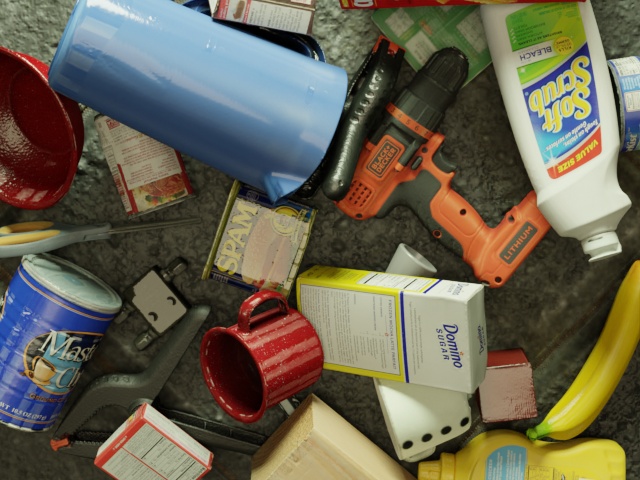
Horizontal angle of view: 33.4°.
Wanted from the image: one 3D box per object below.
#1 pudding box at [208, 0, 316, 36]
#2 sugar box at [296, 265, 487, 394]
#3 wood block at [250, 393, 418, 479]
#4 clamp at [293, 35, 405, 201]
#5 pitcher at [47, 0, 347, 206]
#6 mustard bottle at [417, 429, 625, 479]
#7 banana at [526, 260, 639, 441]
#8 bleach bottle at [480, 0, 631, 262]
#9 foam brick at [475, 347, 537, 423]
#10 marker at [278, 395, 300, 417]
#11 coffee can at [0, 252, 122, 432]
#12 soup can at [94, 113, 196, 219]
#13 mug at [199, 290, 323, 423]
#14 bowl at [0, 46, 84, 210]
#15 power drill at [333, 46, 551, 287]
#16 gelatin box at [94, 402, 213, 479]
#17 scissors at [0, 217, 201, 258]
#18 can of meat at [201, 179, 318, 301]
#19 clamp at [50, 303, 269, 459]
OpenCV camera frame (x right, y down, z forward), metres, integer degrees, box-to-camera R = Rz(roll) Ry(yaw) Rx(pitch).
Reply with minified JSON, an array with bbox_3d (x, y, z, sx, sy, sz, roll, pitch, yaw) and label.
[{"bbox_3d":[-0.054,-0.224,0.953,0.090,0.113,0.039,7,117,-13],"label":"pudding box"},{"bbox_3d":[0.064,0.079,0.978,0.176,0.048,0.093,6,111,28],"label":"sugar box"},{"bbox_3d":[0.040,0.252,1.005,0.206,0.091,0.090,41,98,-10],"label":"wood block"},{"bbox_3d":[0.031,-0.106,0.972,0.039,0.120,0.171,25,94,-21],"label":"clamp"},{"bbox_3d":[-0.106,-0.145,0.942,0.242,0.149,0.145,23,103,-16],"label":"pitcher"},{"bbox_3d":[0.189,0.232,1.024,0.191,0.058,0.096,5,95,3],"label":"mustard bottle"},{"bbox_3d":[0.266,0.114,1.005,0.037,0.069,0.198,30,87,32],"label":"banana"},{"bbox_3d":[0.220,-0.107,0.939,0.102,0.068,0.251,-17,80,6],"label":"bleach bottle"},{"bbox_3d":[0.172,0.135,1.005,0.051,0.078,0.053,-7,95,5],"label":"foam brick"},{"bbox_3d":[-0.027,0.165,1.049,0.020,0.020,0.121,-35,93,6],"label":"marker"},{"bbox_3d":[-0.267,0.096,1.015,0.103,0.103,0.140,31,97,0],"label":"coffee can"},{"bbox_3d":[-0.166,-0.078,1.008,0.068,0.068,0.102,-19,94,5],"label":"soup can"},{"bbox_3d":[-0.052,0.100,0.984,0.093,0.081,0.117,20,121,42],"label":"mug"},{"bbox_3d":[-0.275,-0.112,0.997,0.162,0.055,0.162,15,122,24],"label":"bowl"},{"bbox_3d":[0.130,-0.061,0.994,0.187,0.057,0.184,37,105,2],"label":"power drill"},{"bbox_3d":[-0.159,0.210,1.028,0.089,0.030,0.073,40,108,-16],"label":"gelatin box"},{"bbox_3d":[-0.226,-0.012,1.036,0.201,0.096,0.016,-11,108,-26],"label":"scissors"},{"bbox_3d":[-0.057,0.001,1.016,0.084,0.057,0.102,19,97,-2],"label":"can of meat"},{"bbox_3d":[-0.168,0.154,1.044,0.210,0.036,0.164,-13,105,7],"label":"clamp"}]
